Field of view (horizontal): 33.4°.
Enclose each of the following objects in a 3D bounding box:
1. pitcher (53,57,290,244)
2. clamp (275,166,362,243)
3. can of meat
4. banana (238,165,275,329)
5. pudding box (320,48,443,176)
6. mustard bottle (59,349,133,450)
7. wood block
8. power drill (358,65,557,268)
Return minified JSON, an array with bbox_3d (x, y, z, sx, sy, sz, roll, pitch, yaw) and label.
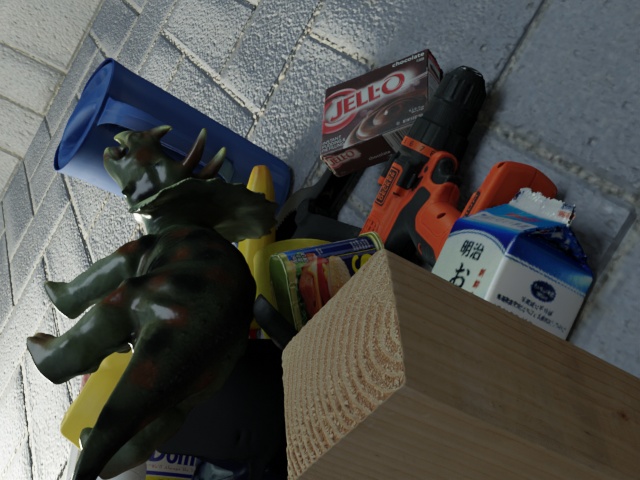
[{"bbox_3d":[-0.153,-0.087,1.161,0.145,0.242,0.149,-49,29,30],"label":"pitcher"},{"bbox_3d":[0.000,-0.034,1.055,0.210,0.036,0.164,-31,40,50],"label":"clamp"},{"bbox_3d":[0.010,0.050,0.844,0.057,0.083,0.102,169,91,-72],"label":"can of meat"},{"bbox_3d":[-0.061,0.016,1.040,0.070,0.037,0.198,109,165,-47],"label":"banana"},{"bbox_3d":[0.056,-0.116,0.976,0.114,0.039,0.090,-17,48,24],"label":"pudding box"},{"bbox_3d":[-0.171,0.108,1.004,0.192,0.058,0.096,-56,-10,20],"label":"mustard bottle"},{"bbox_3d":[0.091,0.099,0.550,0.091,0.205,0.090,-48,29,31],"label":"wood block"},{"bbox_3d":[0.108,-0.042,0.832,0.184,0.057,0.188,-65,22,8],"label":"power drill"}]
